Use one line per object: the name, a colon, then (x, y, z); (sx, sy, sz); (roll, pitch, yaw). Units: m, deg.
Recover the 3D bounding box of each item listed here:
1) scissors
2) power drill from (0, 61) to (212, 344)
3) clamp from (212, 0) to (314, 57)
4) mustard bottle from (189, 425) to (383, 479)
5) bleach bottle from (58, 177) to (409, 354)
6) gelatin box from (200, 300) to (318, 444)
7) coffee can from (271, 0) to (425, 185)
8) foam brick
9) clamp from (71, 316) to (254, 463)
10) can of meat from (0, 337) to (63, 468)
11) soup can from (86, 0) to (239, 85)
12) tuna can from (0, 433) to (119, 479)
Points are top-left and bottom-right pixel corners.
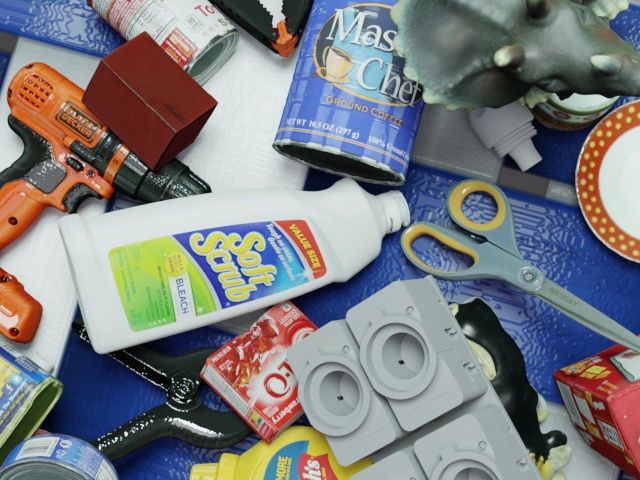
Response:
scissors: (0.153, 0.010, 0.776); (0.202, 0.016, 0.096); (17, 69, 31)
power drill: (-0.198, -0.017, 0.814); (0.184, 0.057, 0.187); (36, 85, 4)
clamp: (-0.063, -0.239, 0.828); (0.164, 0.036, 0.210); (-10, 75, 3)
mustard bottle: (-0.001, 0.187, 0.787); (0.191, 0.058, 0.096); (7, 84, 3)
bleach bottle: (-0.055, 0.001, 0.781); (0.250, 0.068, 0.102); (-16, 111, -15)
gelatin box: (-0.031, 0.094, 0.786); (0.073, 0.030, 0.089); (44, 54, 12)
coffee can: (0.031, -0.122, 0.791); (0.103, 0.103, 0.140); (15, 86, 3)
foam brick: (-0.126, -0.101, 0.780); (0.078, 0.051, 0.052); (45, 48, 1)
clamp: (-0.109, 0.124, 0.786); (0.171, 0.039, 0.120); (10, 65, -6)
can of meat: (-0.244, 0.115, 0.748); (0.084, 0.057, 0.102); (34, 81, 9)
soup can: (-0.120, -0.170, 0.817); (0.068, 0.068, 0.102); (-45, 86, -3)
tuna can: (-0.181, 0.175, 0.731); (0.086, 0.033, 0.086); (3, 116, 6)
